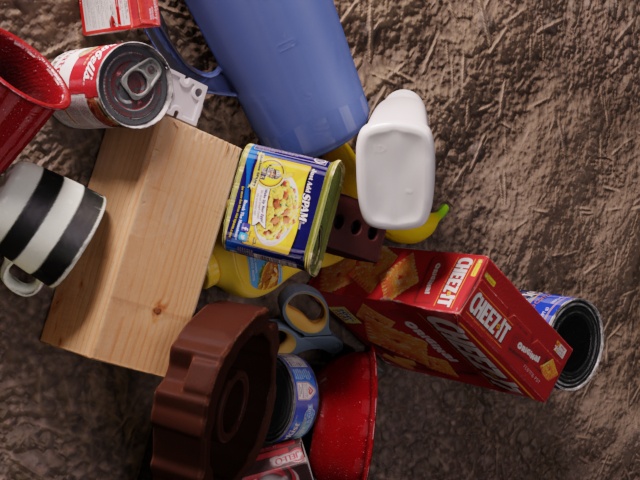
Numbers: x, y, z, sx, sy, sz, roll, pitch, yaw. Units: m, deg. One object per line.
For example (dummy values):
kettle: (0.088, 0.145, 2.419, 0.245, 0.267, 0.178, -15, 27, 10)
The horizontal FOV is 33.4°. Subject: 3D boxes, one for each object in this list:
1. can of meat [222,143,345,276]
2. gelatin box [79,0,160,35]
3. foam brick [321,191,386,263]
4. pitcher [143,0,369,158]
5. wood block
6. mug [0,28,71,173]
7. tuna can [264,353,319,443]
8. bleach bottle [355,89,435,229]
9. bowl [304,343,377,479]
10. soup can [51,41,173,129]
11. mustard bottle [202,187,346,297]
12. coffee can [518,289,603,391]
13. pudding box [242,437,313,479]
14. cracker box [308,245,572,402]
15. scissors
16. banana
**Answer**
can of meat: (-0.033, -0.028, 0.929, 0.057, 0.084, 0.102, 37, 67, -79)
gelatin box: (-0.168, -0.209, 0.878, 0.030, 0.089, 0.073, -13, 103, -38)
foam brick: (0.017, -0.014, 0.997, 0.078, 0.051, 0.053, 17, 84, -39)
pitcher: (-0.055, -0.192, 0.960, 0.144, 0.149, 0.243, -52, 128, -42)
wood block: (-0.152, 0.003, 0.913, 0.090, 0.090, 0.206, 22, 80, -40)
mug: (-0.259, -0.112, 0.807, 0.117, 0.093, 0.082, 43, 108, -4)
tuna can: (-0.040, 0.150, 1.022, 0.033, 0.086, 0.086, 6, 90, -41)
bleach bottle: (0.076, -0.098, 1.023, 0.250, 0.068, 0.102, -74, 164, -67)
bowl: (0.017, 0.180, 1.054, 0.055, 0.162, 0.162, 7, 90, -5)
soup can: (-0.175, -0.125, 0.872, 0.068, 0.102, 0.068, -5, 98, -39)
mustard bottle: (-0.057, 0.001, 1.010, 0.191, 0.058, 0.096, -24, 114, -35)
coffee can: (0.231, 0.107, 1.204, 0.102, 0.141, 0.103, -5, 98, -39)
pudding box: (-0.047, 0.247, 1.015, 0.090, 0.039, 0.113, -15, 127, 0)
cracker box: (0.113, 0.078, 1.056, 0.164, 0.214, 0.072, 43, 68, -34)
scissors: (-0.006, 0.113, 1.085, 0.096, 0.016, 0.201, -34, 137, -1)
banana: (0.061, -0.044, 1.120, 0.197, 0.037, 0.069, 31, 57, -38)
